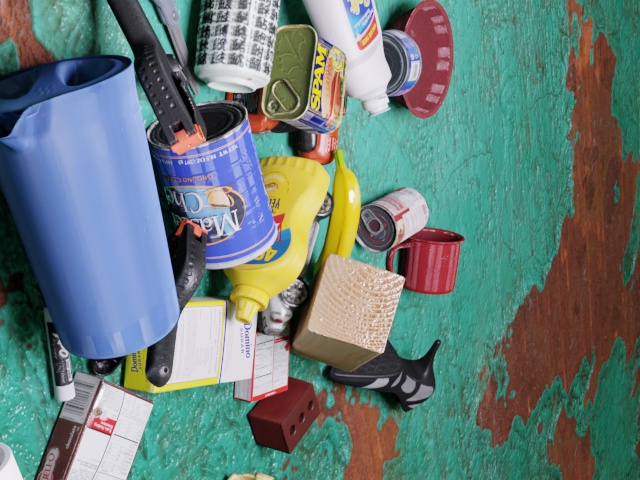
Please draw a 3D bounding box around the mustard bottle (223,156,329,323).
[{"bbox_3d":[-0.058,0.001,1.166,0.058,0.096,0.191,51,49,-53],"label":"mustard bottle"}]

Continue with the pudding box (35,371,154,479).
[{"bbox_3d":[-0.215,0.193,1.026,0.090,0.039,0.113,41,64,-55],"label":"pudding box"}]

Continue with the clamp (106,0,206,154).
[{"bbox_3d":[-0.139,-0.145,0.967,0.210,0.036,0.164,64,6,36],"label":"clamp"}]

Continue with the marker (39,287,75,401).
[{"bbox_3d":[-0.241,0.089,0.975,0.020,0.020,0.121,-29,122,-53],"label":"marker"}]

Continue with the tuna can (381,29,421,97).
[{"bbox_3d":[0.085,-0.227,1.374,0.033,0.086,0.086,-21,114,-54],"label":"tuna can"}]

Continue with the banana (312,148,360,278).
[{"bbox_3d":[0.021,-0.010,1.293,0.069,0.037,0.198,-99,-163,-54],"label":"banana"}]

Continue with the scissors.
[{"bbox_3d":[-0.146,-0.243,1.057,0.201,0.016,0.096,60,42,-54],"label":"scissors"}]

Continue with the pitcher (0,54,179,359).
[{"bbox_3d":[-0.193,-0.032,0.908,0.149,0.145,0.243,-21,116,-22],"label":"pitcher"}]

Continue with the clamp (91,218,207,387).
[{"bbox_3d":[-0.160,0.062,1.021,0.039,0.120,0.171,41,56,-38],"label":"clamp"}]

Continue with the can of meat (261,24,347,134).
[{"bbox_3d":[-0.014,-0.169,1.141,0.083,0.058,0.102,15,80,-61],"label":"can of meat"}]

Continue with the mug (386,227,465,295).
[{"bbox_3d":[0.149,0.031,1.551,0.117,0.093,0.081,-2,105,-27],"label":"mug"}]

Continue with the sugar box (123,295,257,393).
[{"bbox_3d":[-0.134,0.107,1.133,0.176,0.048,0.093,5,91,-62],"label":"sugar box"}]

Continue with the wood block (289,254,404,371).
[{"bbox_3d":[0.025,0.089,1.248,0.206,0.090,0.091,122,-15,-76],"label":"wood block"}]

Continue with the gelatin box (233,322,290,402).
[{"bbox_3d":[-0.069,0.140,1.262,0.073,0.030,0.089,-10,106,-56],"label":"gelatin box"}]

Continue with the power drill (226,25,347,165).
[{"bbox_3d":[-0.030,-0.183,1.222,0.187,0.057,0.184,1,93,-58],"label":"power drill"}]

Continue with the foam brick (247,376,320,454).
[{"bbox_3d":[-0.043,0.211,1.299,0.078,0.051,0.053,-50,137,-42],"label":"foam brick"}]

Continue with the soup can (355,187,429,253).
[{"bbox_3d":[0.098,-0.030,1.459,0.102,0.069,0.068,-28,121,-54],"label":"soup can"}]

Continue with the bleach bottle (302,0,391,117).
[{"bbox_3d":[0.027,-0.265,1.213,0.102,0.068,0.251,-35,107,-52],"label":"bleach bottle"}]

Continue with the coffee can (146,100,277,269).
[{"bbox_3d":[-0.108,-0.057,1.079,0.102,0.103,0.140,-47,134,-43],"label":"coffee can"}]

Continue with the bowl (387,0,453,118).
[{"bbox_3d":[0.125,-0.249,1.463,0.161,0.055,0.162,-20,114,-56],"label":"bowl"}]
